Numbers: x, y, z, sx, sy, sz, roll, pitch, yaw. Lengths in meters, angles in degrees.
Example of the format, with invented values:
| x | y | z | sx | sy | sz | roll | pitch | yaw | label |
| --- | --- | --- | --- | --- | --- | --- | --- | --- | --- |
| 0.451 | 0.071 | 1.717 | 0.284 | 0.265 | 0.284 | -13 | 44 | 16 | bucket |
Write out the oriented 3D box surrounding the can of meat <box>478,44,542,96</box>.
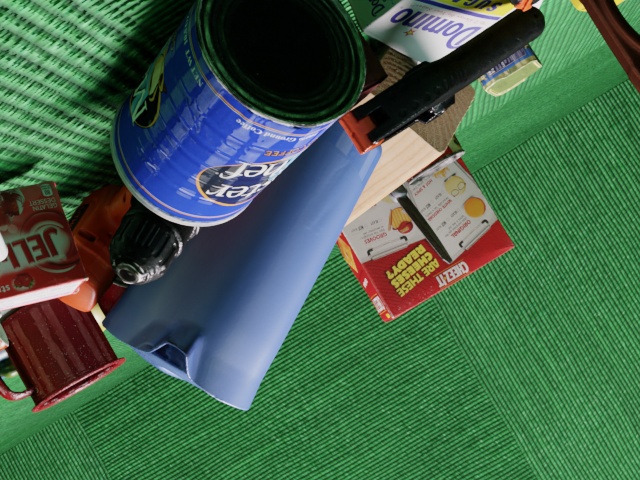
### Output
| x | y | z | sx | sy | sz | roll | pitch | yaw | label |
| --- | --- | --- | --- | --- | --- | --- | --- | --- | --- |
| 0.153 | -0.179 | 0.955 | 0.057 | 0.084 | 0.102 | -32 | 175 | 17 | can of meat |

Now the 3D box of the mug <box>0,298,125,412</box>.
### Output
| x | y | z | sx | sy | sz | roll | pitch | yaw | label |
| --- | --- | --- | --- | --- | --- | --- | --- | --- | --- |
| -0.243 | 0.099 | 0.945 | 0.117 | 0.081 | 0.093 | -26 | 173 | -41 | mug |

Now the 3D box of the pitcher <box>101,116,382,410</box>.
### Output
| x | y | z | sx | sy | sz | roll | pitch | yaw | label |
| --- | --- | --- | --- | --- | --- | --- | --- | --- | --- |
| -0.056 | 0.001 | 0.851 | 0.144 | 0.149 | 0.243 | 35 | 85 | -42 | pitcher |

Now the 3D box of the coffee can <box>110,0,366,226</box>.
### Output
| x | y | z | sx | sy | sz | roll | pitch | yaw | label |
| --- | --- | --- | --- | --- | --- | --- | --- | --- | --- |
| -0.052 | -0.081 | 0.625 | 0.102 | 0.103 | 0.141 | -27 | 173 | -36 | coffee can |

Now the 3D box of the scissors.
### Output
| x | y | z | sx | sy | sz | roll | pitch | yaw | label |
| --- | --- | --- | --- | --- | --- | --- | --- | --- | --- |
| 0.062 | -0.058 | 1.110 | 0.096 | 0.202 | 0.016 | 3 | 140 | -36 | scissors |

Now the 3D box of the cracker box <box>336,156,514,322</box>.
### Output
| x | y | z | sx | sy | sz | roll | pitch | yaw | label |
| --- | --- | --- | --- | --- | --- | --- | --- | --- | --- |
| 0.090 | -0.040 | 1.209 | 0.164 | 0.214 | 0.072 | -30 | 175 | -9 | cracker box |

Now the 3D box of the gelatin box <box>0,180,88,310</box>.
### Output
| x | y | z | sx | sy | sz | roll | pitch | yaw | label |
| --- | --- | --- | --- | --- | --- | --- | --- | --- | --- |
| -0.203 | 0.006 | 0.686 | 0.089 | 0.073 | 0.030 | -13 | 165 | -33 | gelatin box |

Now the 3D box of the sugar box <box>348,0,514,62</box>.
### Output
| x | y | z | sx | sy | sz | roll | pitch | yaw | label |
| --- | --- | --- | --- | --- | --- | --- | --- | --- | --- |
| 0.112 | -0.189 | 0.708 | 0.176 | 0.048 | 0.093 | -37 | 151 | 29 | sugar box |

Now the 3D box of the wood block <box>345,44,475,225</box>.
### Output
| x | y | z | sx | sy | sz | roll | pitch | yaw | label |
| --- | --- | --- | --- | --- | --- | --- | --- | --- | --- |
| 0.035 | -0.089 | 0.981 | 0.206 | 0.090 | 0.090 | -37 | -164 | 51 | wood block |

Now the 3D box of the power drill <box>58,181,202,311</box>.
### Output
| x | y | z | sx | sy | sz | roll | pitch | yaw | label |
| --- | --- | --- | --- | --- | --- | --- | --- | --- | --- |
| -0.129 | -0.015 | 0.762 | 0.188 | 0.057 | 0.184 | -30 | -156 | 44 | power drill |

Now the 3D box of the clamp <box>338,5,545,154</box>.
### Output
| x | y | z | sx | sy | sz | roll | pitch | yaw | label |
| --- | --- | --- | --- | --- | --- | --- | --- | --- | --- |
| 0.080 | -0.107 | 0.718 | 0.120 | 0.039 | 0.171 | -43 | 176 | 40 | clamp |
